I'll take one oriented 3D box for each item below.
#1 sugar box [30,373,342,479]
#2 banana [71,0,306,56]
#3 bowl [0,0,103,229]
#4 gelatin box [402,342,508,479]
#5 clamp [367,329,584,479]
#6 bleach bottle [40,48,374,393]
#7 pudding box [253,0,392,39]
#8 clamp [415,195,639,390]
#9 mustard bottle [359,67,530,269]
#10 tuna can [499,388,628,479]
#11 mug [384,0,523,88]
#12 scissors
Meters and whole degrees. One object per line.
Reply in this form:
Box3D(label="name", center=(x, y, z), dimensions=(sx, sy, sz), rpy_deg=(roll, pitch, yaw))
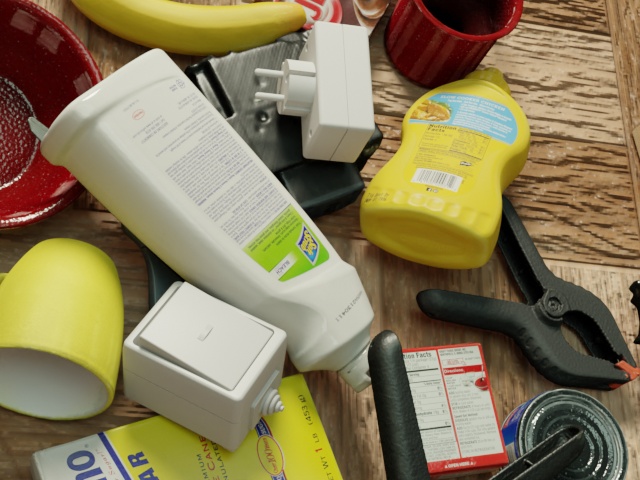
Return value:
Box3D(label="sugar box", center=(-0.079, 0.151, 0.655), dimensions=(0.176, 0.048, 0.093), rpy_deg=(-14, 69, -24))
Box3D(label="banana", center=(-0.112, -0.172, 0.785), dimensions=(0.197, 0.070, 0.037), rpy_deg=(20, 23, -8))
Box3D(label="bowl", center=(-0.223, -0.081, 0.699), dimensions=(0.161, 0.055, 0.162), rpy_deg=(6, 76, -27))
Box3D(label="gelatin box", center=(0.081, 0.117, 0.729), dimensions=(0.073, 0.030, 0.089), rpy_deg=(-4, 67, -17))
Box3D(label="clamp", center=(0.079, 0.178, 0.664), dimensions=(0.164, 0.036, 0.210), rpy_deg=(20, 76, -18))
Box3D(label="bleach bottle", center=(-0.054, 0.001, 0.677), dimensions=(0.251, 0.068, 0.102), rpy_deg=(48, 50, -3))
Box3D(label="pudding box", center=(0.009, -0.196, 0.844), dimensions=(0.090, 0.039, 0.113), rpy_deg=(31, 61, -1))
Box3D(label="clamp", center=(0.151, 0.056, 0.773), dimensions=(0.171, 0.039, 0.120), rpy_deg=(45, 64, 6))
Box3D(label="mustard bottle", center=(0.103, -0.066, 0.792), dimensions=(0.096, 0.058, 0.191), rpy_deg=(13, 49, 17))
Box3D(label="tuna can", center=(0.168, 0.147, 0.739), dimensions=(0.086, 0.034, 0.086), rpy_deg=(6, 65, -14))
Box3D(label="mug", center=(0.107, -0.180, 0.842), dimensions=(0.093, 0.082, 0.117), rpy_deg=(45, 62, 6))
Box3D(label="scissors", center=(-0.121, 0.010, 0.696), dimensions=(0.201, 0.016, 0.096), rpy_deg=(31, 69, -19))
